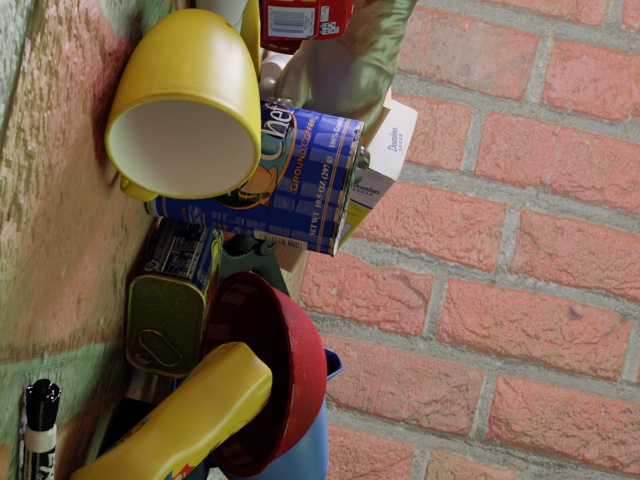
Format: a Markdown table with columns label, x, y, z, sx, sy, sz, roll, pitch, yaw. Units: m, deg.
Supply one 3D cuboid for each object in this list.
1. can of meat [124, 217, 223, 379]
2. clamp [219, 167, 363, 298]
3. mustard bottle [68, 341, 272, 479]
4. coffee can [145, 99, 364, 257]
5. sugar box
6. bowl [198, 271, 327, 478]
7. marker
| label | x | y | z | sx | sy | sz | roll | pitch | yaw |
| --- | --- | --- | --- | --- | --- | --- | --- | --- | --- |
| can of meat | -0.111 | 0.041 | 0.822 | 0.084 | 0.057 | 0.102 | -78 | 179 | -50 |
| clamp | -0.056 | 0.001 | 0.964 | 0.209 | 0.036 | 0.165 | -5 | 124 | -52 |
| mustard bottle | -0.117 | 0.152 | 0.742 | 0.191 | 0.058 | 0.096 | -40 | 175 | -38 |
| coffee can | -0.047 | -0.053 | 0.787 | 0.103 | 0.140 | 0.103 | 14 | 89 | -87 |
| sugar box | 0.041 | -0.065 | 1.125 | 0.176 | 0.048 | 0.093 | -47 | -159 | 58 |
| bowl | -0.042 | 0.106 | 0.852 | 0.162 | 0.055 | 0.162 | -8 | -99 | 57 |
| marker | -0.161 | 0.129 | 0.608 | 0.020 | 0.020 | 0.121 | -71 | 173 | -61 |
